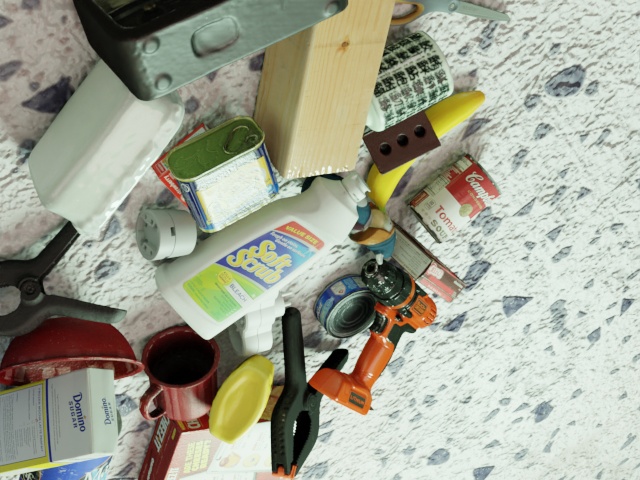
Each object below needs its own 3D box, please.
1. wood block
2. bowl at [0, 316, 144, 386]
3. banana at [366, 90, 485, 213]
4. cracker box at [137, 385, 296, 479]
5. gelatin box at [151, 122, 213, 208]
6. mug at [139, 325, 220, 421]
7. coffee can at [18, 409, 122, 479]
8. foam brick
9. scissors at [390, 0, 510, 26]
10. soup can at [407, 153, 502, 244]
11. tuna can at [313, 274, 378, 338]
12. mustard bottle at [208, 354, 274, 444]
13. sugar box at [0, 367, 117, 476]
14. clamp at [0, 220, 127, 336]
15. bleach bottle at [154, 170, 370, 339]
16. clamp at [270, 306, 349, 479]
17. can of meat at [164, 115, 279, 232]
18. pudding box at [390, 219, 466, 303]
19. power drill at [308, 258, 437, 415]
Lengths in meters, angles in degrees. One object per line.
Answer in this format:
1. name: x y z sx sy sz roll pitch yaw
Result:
1. wood block: -0.001 -0.176 1.098 0.090 0.090 0.206 -9 132 -28
2. bowl: -0.275 0.119 1.162 0.162 0.055 0.162 -6 164 -2
3. banana: 0.116 -0.114 1.282 0.198 0.037 0.069 -48 154 12
4. cracker box: -0.125 0.281 1.439 0.213 0.072 0.164 -1 127 -34
5. gelatin box: -0.127 -0.072 1.146 0.073 0.030 0.089 -39 139 0
6. mug: -0.173 0.171 1.283 0.117 0.093 0.081 -46 153 -35
7. coffee can: -0.301 0.261 1.269 0.102 0.103 0.140 -3 128 -34
8. foam brick: 0.092 -0.115 1.224 0.078 0.051 0.053 -28 95 2
9. scissors: 0.140 -0.276 1.164 0.201 0.016 0.096 -11 132 -28
10. soup can: 0.168 -0.052 1.349 0.102 0.069 0.068 -40 139 3
11. tuna can: 0.036 0.088 1.407 0.086 0.034 0.086 -20 136 -20
12. mustard bottle: -0.093 0.189 1.326 0.096 0.058 0.191 -63 179 1
13. sugar box: -0.296 0.199 1.158 0.176 0.093 0.048 -16 162 30
14. clamp: -0.293 0.041 1.101 0.171 0.120 0.039 -11 167 -8
15. bleach bottle: -0.058 0.001 1.194 0.251 0.068 0.102 -36 113 9
16. clamp: -0.028 0.199 1.376 0.164 0.036 0.210 51 49 -47
17. can of meat: -0.098 -0.067 1.104 0.102 0.057 0.084 -29 137 -10
18. pudding box: 0.121 0.023 1.348 0.039 0.114 0.090 -51 139 4
19. power drill: 0.065 0.124 1.369 0.187 0.057 0.184 -56 143 -3
